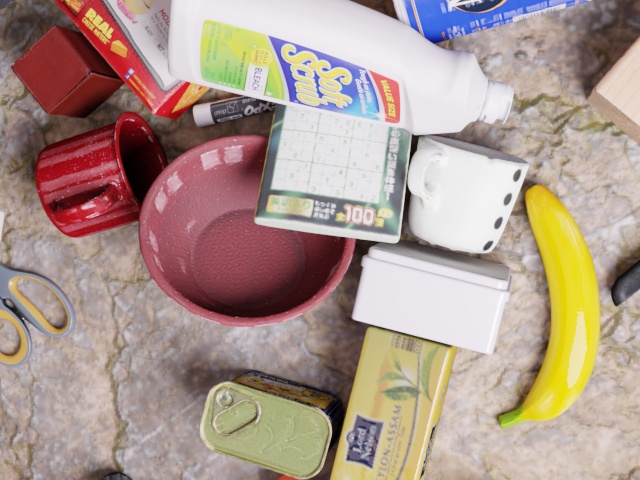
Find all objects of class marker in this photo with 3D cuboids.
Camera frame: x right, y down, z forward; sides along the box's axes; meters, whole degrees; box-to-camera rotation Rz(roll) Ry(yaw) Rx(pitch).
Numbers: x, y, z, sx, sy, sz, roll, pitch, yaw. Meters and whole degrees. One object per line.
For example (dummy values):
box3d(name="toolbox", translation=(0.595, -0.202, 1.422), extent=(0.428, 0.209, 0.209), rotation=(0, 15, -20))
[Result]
box3d(name="marker", translation=(-0.045, -0.114, 0.880), extent=(0.121, 0.020, 0.020), rotation=(-11, 90, 11))

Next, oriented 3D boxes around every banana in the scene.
box3d(name="banana", translation=(0.184, 0.057, 0.832), extent=(0.070, 0.037, 0.198), rotation=(7, 94, 9))

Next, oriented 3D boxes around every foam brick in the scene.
box3d(name="foam brick", translation=(-0.207, -0.138, 0.881), extent=(0.053, 0.078, 0.051), rotation=(-39, 86, 10))

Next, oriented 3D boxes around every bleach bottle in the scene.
box3d(name="bleach bottle", translation=(0.018, -0.134, 0.776), extent=(0.251, 0.103, 0.068), rotation=(14, 56, -1))

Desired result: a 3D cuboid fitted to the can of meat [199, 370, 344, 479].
box3d(name="can of meat", translation=(-0.035, 0.143, 0.855), extent=(0.102, 0.084, 0.057), rotation=(15, 95, 10))

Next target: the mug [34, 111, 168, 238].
box3d(name="mug", translation=(-0.180, -0.044, 0.864), extent=(0.082, 0.117, 0.093), rotation=(-16, 116, 16))

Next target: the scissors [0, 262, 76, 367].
box3d(name="scissors", translation=(-0.305, 0.033, 0.938), extent=(0.202, 0.016, 0.096), rotation=(34, 98, 8))

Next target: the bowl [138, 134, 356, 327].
box3d(name="bowl", translation=(-0.055, 0.001, 0.812), extent=(0.162, 0.055, 0.162), rotation=(1, 63, -3))

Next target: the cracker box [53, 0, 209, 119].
box3d(name="cracker box", translation=(-0.102, -0.229, 0.861), extent=(0.214, 0.072, 0.164), rotation=(-42, 85, 9))

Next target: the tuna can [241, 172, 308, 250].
box3d(name="tuna can", translation=(-0.021, -0.021, 0.871), extent=(0.086, 0.033, 0.086), rotation=(0, 92, 11))

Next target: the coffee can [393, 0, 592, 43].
box3d(name="coffee can", translation=(0.122, -0.210, 0.801), extent=(0.140, 0.102, 0.103), rotation=(-14, 90, 11))
